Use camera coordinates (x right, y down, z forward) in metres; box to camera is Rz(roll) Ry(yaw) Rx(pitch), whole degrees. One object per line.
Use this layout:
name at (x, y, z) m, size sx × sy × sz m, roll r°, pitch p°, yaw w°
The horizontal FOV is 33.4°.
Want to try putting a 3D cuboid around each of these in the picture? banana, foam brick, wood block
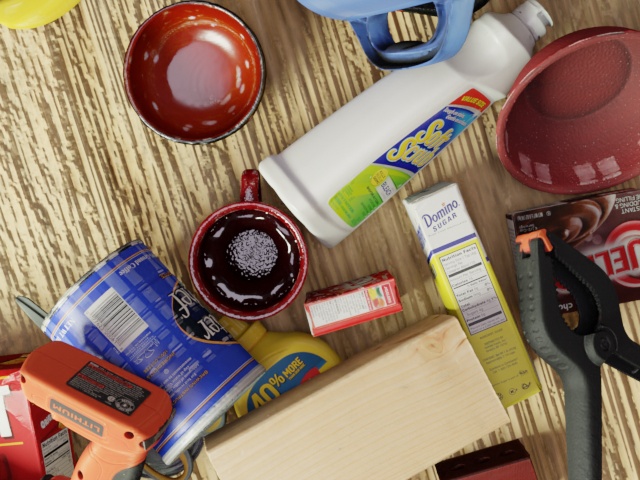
banana at (-0.202, -0.238, 0.864) m, size 0.069 × 0.037 × 0.198 m, roll 43°, pitch 94°, yaw -4°
foam brick at (0.141, 0.205, 0.886) m, size 0.078 × 0.053 × 0.051 m, roll -17°, pitch 94°, yaw 2°
wood block at (0.023, 0.143, 0.808) m, size 0.206 × 0.090 × 0.091 m, roll -28°, pitch 90°, yaw -8°

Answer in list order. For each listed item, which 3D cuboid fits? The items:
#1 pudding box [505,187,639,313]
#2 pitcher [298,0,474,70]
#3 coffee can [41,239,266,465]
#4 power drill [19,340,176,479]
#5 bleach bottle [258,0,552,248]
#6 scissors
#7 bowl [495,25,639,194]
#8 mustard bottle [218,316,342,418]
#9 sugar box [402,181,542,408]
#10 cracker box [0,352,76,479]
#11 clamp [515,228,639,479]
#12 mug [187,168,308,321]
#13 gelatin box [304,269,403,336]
pudding box at (0.215, 0.010, 0.876) m, size 0.113 × 0.039 × 0.090 m, roll -11°, pitch 95°, yaw 2°
pitcher at (0.066, -0.210, 0.720) m, size 0.149 × 0.243 × 0.145 m, roll 33°, pitch 86°, yaw -23°
coffee can at (-0.126, 0.084, 0.810) m, size 0.103 × 0.102 × 0.140 m, roll -45°, pitch 85°, yaw 4°
power drill at (-0.193, 0.167, 0.770) m, size 0.184 × 0.057 × 0.188 m, roll 23°, pitch 118°, yaw 6°
bleach bottle at (0.075, -0.103, 0.840) m, size 0.251 × 0.102 × 0.068 m, roll -40°, pitch 63°, yaw 3°
scissors at (-0.153, 0.105, 0.866) m, size 0.096 × 0.016 × 0.202 m, roll -33°, pitch 93°, yaw 2°
bowl at (0.210, -0.111, 0.835) m, size 0.162 × 0.055 × 0.162 m, roll -5°, pitch 137°, yaw -5°
mustard bottle at (-0.015, 0.133, 0.880) m, size 0.096 × 0.058 × 0.191 m, roll -44°, pitch 92°, yaw 2°
sugar box at (0.119, 0.041, 0.853) m, size 0.048 × 0.093 × 0.176 m, roll -25°, pitch 93°, yaw 2°
cracker box at (-0.286, 0.208, 0.873) m, size 0.164 × 0.072 × 0.214 m, roll -7°, pitch 95°, yaw 11°
clamp at (0.204, 0.091, 0.822) m, size 0.164 × 0.036 × 0.210 m, roll -40°, pitch 101°, yaw -32°
mug at (-0.056, 0.001, 0.858) m, size 0.093 × 0.081 × 0.117 m, roll -3°, pitch 95°, yaw 1°
gelatin box at (0.026, 0.048, 0.857) m, size 0.073 × 0.089 × 0.030 m, roll -16°, pitch 93°, yaw 2°
